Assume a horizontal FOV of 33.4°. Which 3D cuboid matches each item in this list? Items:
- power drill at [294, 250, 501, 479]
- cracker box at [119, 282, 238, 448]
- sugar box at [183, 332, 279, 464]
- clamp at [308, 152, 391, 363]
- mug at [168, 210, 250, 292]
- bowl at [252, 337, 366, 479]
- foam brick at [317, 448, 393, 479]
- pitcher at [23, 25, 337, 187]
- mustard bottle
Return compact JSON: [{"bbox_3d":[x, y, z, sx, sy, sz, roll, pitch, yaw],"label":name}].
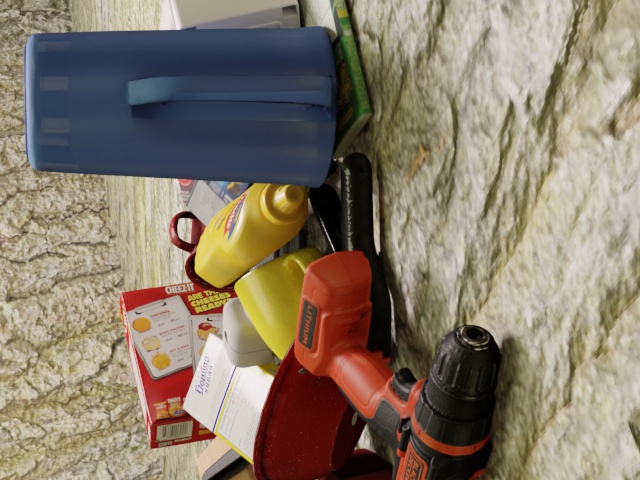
[{"bbox_3d":[0.051,0.090,0.749,0.188,0.057,0.184,51,143,42],"label":"power drill"},{"bbox_3d":[-0.163,0.157,1.398,0.072,0.164,0.214,102,154,-47],"label":"cracker box"},{"bbox_3d":[-0.068,0.170,1.100,0.176,0.048,0.093,28,100,50],"label":"sugar box"},{"bbox_3d":[0.030,0.014,0.867,0.120,0.039,0.171,114,142,-71],"label":"clamp"},{"bbox_3d":[-0.122,-0.001,1.251,0.093,0.117,0.081,-52,31,43],"label":"mug"},{"bbox_3d":[0.005,0.143,0.907,0.162,0.055,0.162,-54,-25,-40],"label":"bowl"},{"bbox_3d":[0.031,0.221,0.951,0.078,0.051,0.053,-178,80,-74],"label":"foam brick"},{"bbox_3d":[-0.110,-0.110,0.850,0.149,0.242,0.145,103,160,-45],"label":"pitcher"},{"bbox_3d":[-0.058,-0.017,0.992,0.096,0.058,0.192,-58,12,-23],"label":"mustard bottle"}]
